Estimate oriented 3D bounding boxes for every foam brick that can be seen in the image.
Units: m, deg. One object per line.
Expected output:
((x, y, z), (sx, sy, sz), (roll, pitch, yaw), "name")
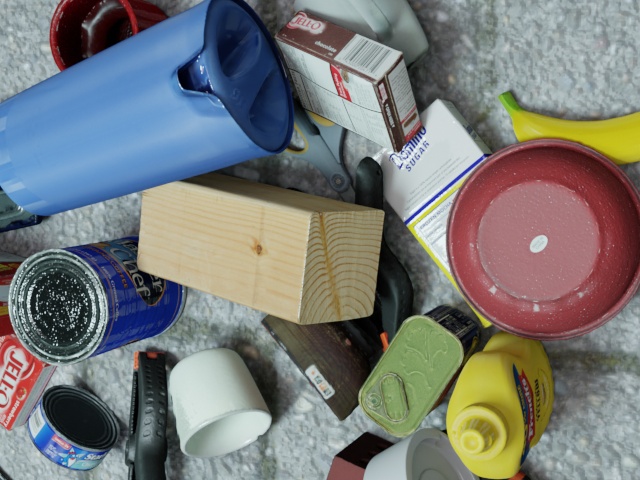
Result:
((0.041, 0.210, 0.935), (0.053, 0.078, 0.051), (22, 104, 18), "foam brick")

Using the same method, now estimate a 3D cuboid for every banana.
((0.239, -0.094, 0.847), (0.198, 0.037, 0.069), (-3, 96, 22), "banana")

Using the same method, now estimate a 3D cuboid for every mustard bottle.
((0.138, 0.131, 0.826), (0.058, 0.191, 0.096), (-2, 95, 21), "mustard bottle")

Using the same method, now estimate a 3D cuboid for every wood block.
((-0.056, 0.001, 0.908), (0.206, 0.090, 0.091), (15, 103, 42), "wood block")

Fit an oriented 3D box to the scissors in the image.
((0.025, -0.072, 0.946), (0.202, 0.016, 0.096), (45, 109, 12), "scissors")

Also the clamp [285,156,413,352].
((0.039, 0.011, 0.919), (0.171, 0.039, 0.120), (59, 144, 0), "clamp")

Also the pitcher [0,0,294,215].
((-0.148, -0.103, 0.892), (0.243, 0.149, 0.145), (-16, 47, 25), "pitcher")

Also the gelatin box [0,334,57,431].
((-0.320, 0.138, 1.096), (0.073, 0.030, 0.089), (36, 107, 14), "gelatin box")

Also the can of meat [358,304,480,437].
((0.087, 0.107, 0.902), (0.057, 0.083, 0.102), (35, 106, 15), "can of meat")

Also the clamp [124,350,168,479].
((-0.164, 0.205, 0.993), (0.165, 0.036, 0.210), (117, 154, -49), "clamp")

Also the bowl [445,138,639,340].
((0.171, 0.000, 0.826), (0.162, 0.055, 0.162), (0, 91, 18), "bowl")

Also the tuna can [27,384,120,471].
((-0.241, 0.183, 1.039), (0.086, 0.086, 0.034), (43, 110, 13), "tuna can")

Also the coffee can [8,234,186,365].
((-0.201, 0.051, 0.981), (0.103, 0.140, 0.103), (2, 96, 21), "coffee can")

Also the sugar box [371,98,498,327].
((0.124, -0.023, 0.897), (0.093, 0.048, 0.176), (-40, 77, 20), "sugar box")

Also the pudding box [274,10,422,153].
((0.023, -0.129, 0.871), (0.114, 0.090, 0.039), (32, 70, 33), "pudding box")

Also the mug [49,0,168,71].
((-0.179, -0.177, 0.981), (0.117, 0.081, 0.093), (44, 109, 12), "mug")
